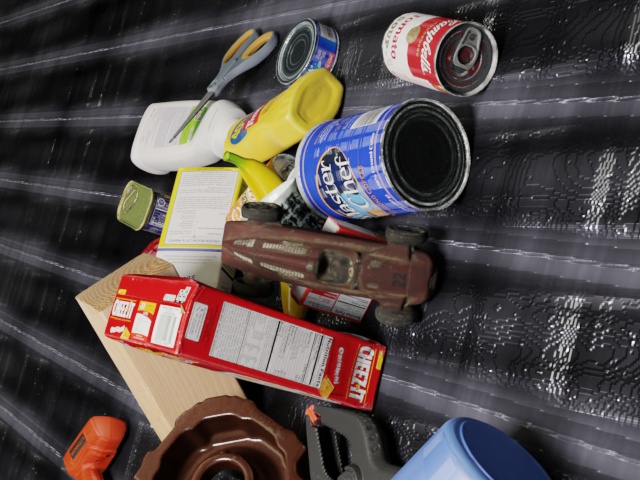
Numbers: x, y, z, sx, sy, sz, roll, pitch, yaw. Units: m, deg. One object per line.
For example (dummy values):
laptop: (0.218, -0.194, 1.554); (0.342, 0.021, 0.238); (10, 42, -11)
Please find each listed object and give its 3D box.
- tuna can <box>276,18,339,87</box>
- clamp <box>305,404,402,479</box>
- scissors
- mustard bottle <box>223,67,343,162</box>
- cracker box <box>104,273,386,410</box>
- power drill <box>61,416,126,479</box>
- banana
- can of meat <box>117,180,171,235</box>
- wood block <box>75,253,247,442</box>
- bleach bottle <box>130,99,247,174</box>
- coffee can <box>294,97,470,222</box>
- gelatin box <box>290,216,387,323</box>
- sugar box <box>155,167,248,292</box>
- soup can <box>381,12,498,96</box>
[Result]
tuna can: (-0.016, -0.217, 1.255); (0.086, 0.033, 0.086); (-33, 48, 45)
clamp: (0.043, 0.210, 0.933); (0.165, 0.036, 0.210); (-55, 38, 25)
scissors: (-0.117, -0.203, 1.357); (0.096, 0.016, 0.201); (-9, 44, 43)
mustard bottle: (-0.057, -0.129, 1.238); (0.192, 0.058, 0.096); (-24, 27, 52)
cracker box: (-0.071, 0.094, 1.005); (0.164, 0.213, 0.072); (1, 73, 57)
power drill: (-0.271, 0.317, 1.347); (0.185, 0.057, 0.188); (-52, 36, 29)
banana: (-0.045, -0.007, 1.137); (0.037, 0.069, 0.198); (-31, 80, 54)
can of meat: (-0.211, -0.036, 1.415); (0.102, 0.083, 0.057); (22, 93, 59)
wood block: (-0.159, 0.127, 1.125); (0.090, 0.206, 0.090); (-35, 23, -21)
bleach bottle: (-0.165, -0.136, 1.420); (0.251, 0.068, 0.102); (9, 81, 56)
coffee can: (0.056, -0.072, 1.001); (0.141, 0.102, 0.103); (-6, 69, 56)
gelatin box: (0.023, 0.029, 1.027); (0.089, 0.073, 0.030); (-63, 31, 15)
sugar box: (-0.142, -0.002, 1.276); (0.093, 0.048, 0.176); (2, 67, 22)
soup can: (0.110, -0.177, 1.006); (0.102, 0.068, 0.068); (33, 102, 59)
